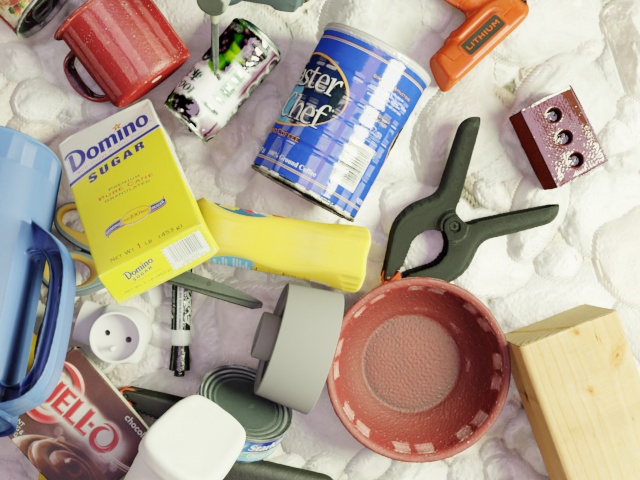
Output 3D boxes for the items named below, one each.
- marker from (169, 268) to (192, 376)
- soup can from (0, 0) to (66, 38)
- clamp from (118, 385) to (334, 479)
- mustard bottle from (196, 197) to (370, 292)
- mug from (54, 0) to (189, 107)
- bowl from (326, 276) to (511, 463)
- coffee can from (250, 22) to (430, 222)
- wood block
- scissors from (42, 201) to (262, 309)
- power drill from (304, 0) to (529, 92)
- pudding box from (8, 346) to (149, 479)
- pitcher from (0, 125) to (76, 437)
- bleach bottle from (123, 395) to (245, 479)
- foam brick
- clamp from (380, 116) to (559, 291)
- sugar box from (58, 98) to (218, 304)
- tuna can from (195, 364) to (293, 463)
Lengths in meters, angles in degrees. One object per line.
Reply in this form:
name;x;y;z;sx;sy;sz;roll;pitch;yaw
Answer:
marker;-0.124;0.061;0.955;0.020;0.020;0.121;1;90;-2
soup can;-0.276;-0.234;0.925;0.102;0.068;0.068;42;88;-1
clamp;-0.112;0.217;0.947;0.210;0.036;0.164;39;94;0
mustard bottle;-0.056;0.001;0.919;0.191;0.096;0.058;10;88;-2
mug;-0.176;-0.163;0.925;0.117;0.093;0.081;-33;97;28
bowl;0.084;0.112;0.945;0.162;0.055;0.162;0;90;-2
coffee can;0.017;-0.101;0.919;0.103;0.103;0.140;28;89;-2
wood block;0.239;0.169;0.934;0.090;0.091;0.206;-20;91;-2
scissors;-0.159;0.037;0.928;0.202;0.016;0.096;33;68;11
power drill;0.076;-0.224;0.943;0.184;0.057;0.187;-42;92;-2
pudding box;-0.205;0.160;0.905;0.090;0.039;0.113;-41;91;-6
pitcher;-0.277;0.031;0.861;0.149;0.145;0.243;16;65;-19
bleach bottle;-0.155;0.244;0.883;0.068;0.102;0.251;36;116;5
foam brick;0.211;-0.090;0.952;0.053;0.051;0.078;-27;91;-2
clamp;0.115;-0.025;0.954;0.171;0.039;0.120;-35;90;-2
sugar box;-0.156;-0.038;0.889;0.093;0.048;0.176;-27;50;-2
tuna can;-0.069;0.150;0.924;0.086;0.086;0.034;28;123;-2
